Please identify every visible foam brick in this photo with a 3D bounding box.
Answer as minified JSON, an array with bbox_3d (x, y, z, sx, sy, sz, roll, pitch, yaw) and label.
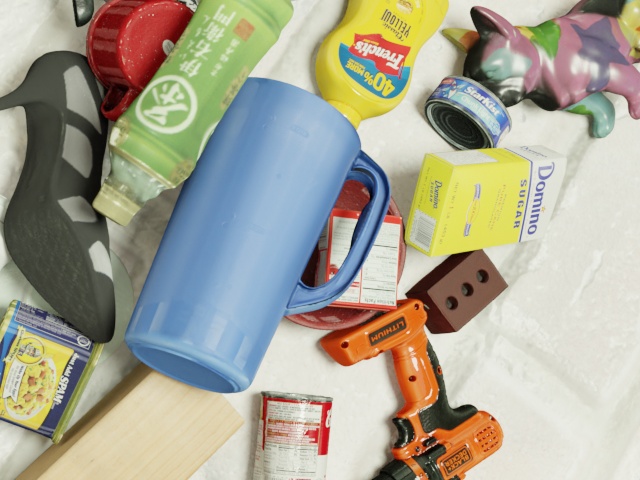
[{"bbox_3d":[0.135,0.050,1.064,0.078,0.051,0.053,-39,99,-19],"label":"foam brick"}]

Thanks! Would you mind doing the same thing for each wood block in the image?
[{"bbox_3d":[-0.176,0.193,0.912,0.206,0.091,0.090,-44,101,-19],"label":"wood block"}]

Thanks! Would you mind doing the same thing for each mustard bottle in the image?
[{"bbox_3d":[0.049,-0.180,1.047,0.096,0.058,0.191,32,75,-21],"label":"mustard bottle"}]

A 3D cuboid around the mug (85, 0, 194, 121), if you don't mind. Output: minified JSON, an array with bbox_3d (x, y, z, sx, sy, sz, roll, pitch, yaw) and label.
[{"bbox_3d":[-0.149,-0.153,0.902,0.093,0.082,0.117,34,85,-28],"label":"mug"}]

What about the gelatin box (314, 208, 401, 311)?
[{"bbox_3d":[0.034,0.018,0.980,0.073,0.030,0.089,6,84,-22],"label":"gelatin box"}]

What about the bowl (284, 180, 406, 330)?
[{"bbox_3d":[-0.002,0.005,1.013,0.161,0.055,0.162,2,85,-21],"label":"bowl"}]

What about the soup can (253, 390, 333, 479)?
[{"bbox_3d":[-0.026,0.192,0.982,0.068,0.069,0.102,8,83,-20],"label":"soup can"}]

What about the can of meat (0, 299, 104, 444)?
[{"bbox_3d":[-0.241,0.109,0.901,0.084,0.057,0.102,24,100,-16],"label":"can of meat"}]

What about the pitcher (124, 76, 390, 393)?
[{"bbox_3d":[-0.056,0.001,0.878,0.144,0.149,0.242,43,60,-43],"label":"pitcher"}]

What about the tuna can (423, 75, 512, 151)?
[{"bbox_3d":[0.146,-0.123,1.065,0.086,0.086,0.033,42,74,-13],"label":"tuna can"}]

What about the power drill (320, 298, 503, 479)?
[{"bbox_3d":[0.072,0.164,1.029,0.184,0.057,0.187,-28,98,-25],"label":"power drill"}]

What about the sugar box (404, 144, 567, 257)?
[{"bbox_3d":[0.164,-0.041,1.039,0.175,0.048,0.093,-7,120,-39],"label":"sugar box"}]
